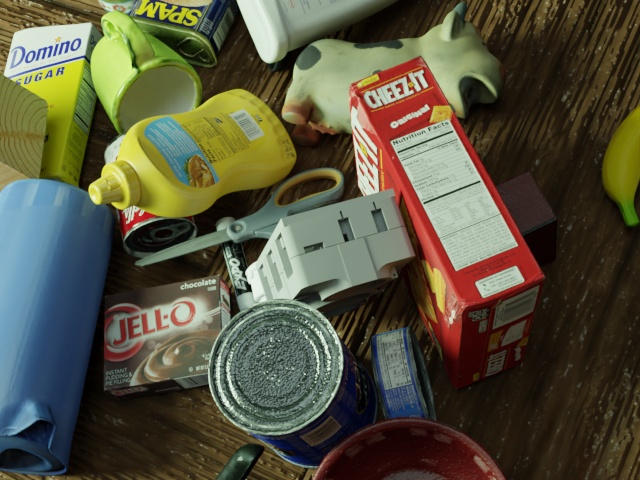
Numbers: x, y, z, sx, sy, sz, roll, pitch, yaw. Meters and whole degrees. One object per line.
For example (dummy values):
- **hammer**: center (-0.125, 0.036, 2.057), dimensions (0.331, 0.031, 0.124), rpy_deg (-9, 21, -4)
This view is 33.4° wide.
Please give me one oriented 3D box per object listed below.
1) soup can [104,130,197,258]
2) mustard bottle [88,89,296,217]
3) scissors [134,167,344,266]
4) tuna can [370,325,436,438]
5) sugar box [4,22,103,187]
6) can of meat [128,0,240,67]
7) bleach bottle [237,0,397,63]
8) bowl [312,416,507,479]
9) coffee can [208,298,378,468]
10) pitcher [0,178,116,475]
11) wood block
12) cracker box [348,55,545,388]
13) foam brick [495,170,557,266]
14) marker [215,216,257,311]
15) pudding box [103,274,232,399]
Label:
- **soup can**: center (-0.158, -0.044, 0.984), dimensions (0.068, 0.068, 0.102), rpy_deg (-20, 62, 4)
- **mustard bottle**: center (-0.118, -0.070, 0.937), dimensions (0.191, 0.058, 0.096), rpy_deg (-25, 70, -39)
- **scissors**: center (-0.056, 0.001, 0.946), dimensions (0.201, 0.016, 0.096), rpy_deg (-31, 58, -13)
- **tuna can**: center (0.066, 0.113, 0.847), dimensions (0.034, 0.086, 0.086), rpy_deg (-15, 64, 9)
- **sugar box**: center (-0.275, -0.131, 1.064), dimensions (0.093, 0.048, 0.176), rpy_deg (-2, 68, 17)
- **can of meat**: center (-0.136, -0.230, 1.069), dimensions (0.102, 0.057, 0.084), rpy_deg (16, 68, 19)
- **bleach bottle**: center (0.047, -0.257, 1.013), dimensions (0.250, 0.068, 0.102), rpy_deg (-22, 90, -15)
- **bowl**: center (0.069, 0.217, 0.808), dimensions (0.162, 0.055, 0.162), rpy_deg (-2, 76, 9)
- **coffee can**: center (-0.017, 0.115, 0.834), dimensions (0.103, 0.140, 0.103), rpy_deg (-5, 68, 12)
- **pitcher**: center (-0.264, 0.075, 0.933), dimensions (0.149, 0.145, 0.242), rpy_deg (8, 64, 4)
- **wood block**: center (-0.364, -0.079, 1.000), dimensions (0.206, 0.090, 0.090), rpy_deg (-18, 59, 29)
- **cracker box**: center (0.093, -0.011, 0.849), dimensions (0.072, 0.164, 0.214), rpy_deg (-21, 63, -6)
- **foam brick**: center (0.161, -0.010, 0.883), dimensions (0.051, 0.078, 0.053), rpy_deg (-25, 63, -1)
- **marker**: center (-0.071, 0.034, 0.954), dimensions (0.020, 0.020, 0.121), rpy_deg (-20, 63, 4)
- **pudding box**: center (-0.133, 0.085, 0.935), dimensions (0.113, 0.039, 0.090), rpy_deg (-10, 64, 9)
